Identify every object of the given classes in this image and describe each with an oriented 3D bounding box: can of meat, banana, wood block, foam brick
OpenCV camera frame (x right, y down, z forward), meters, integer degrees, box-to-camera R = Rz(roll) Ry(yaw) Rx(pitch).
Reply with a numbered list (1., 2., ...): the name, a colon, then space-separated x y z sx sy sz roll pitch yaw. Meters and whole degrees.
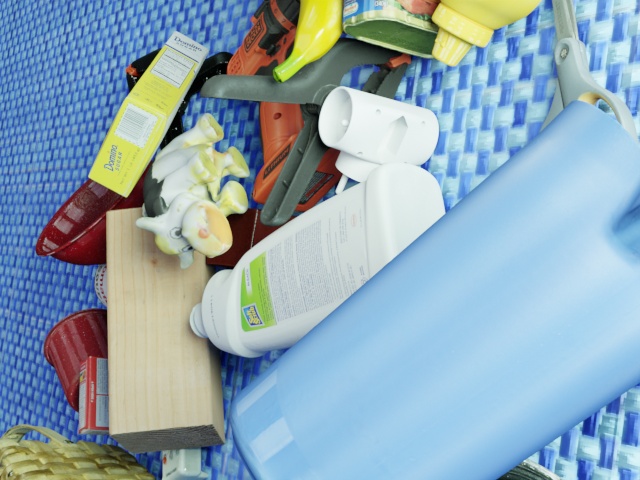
1. can of meat: 0.064 -0.180 0.746 0.058 0.101 0.084 -8 77 56
2. banana: -0.015 -0.193 0.792 0.198 0.069 0.037 -102 -1 -45
3. wood block: -0.140 0.079 0.968 0.091 0.090 0.206 81 -177 -69
4. foam brick: -0.056 0.001 0.926 0.078 0.051 0.053 5 84 57

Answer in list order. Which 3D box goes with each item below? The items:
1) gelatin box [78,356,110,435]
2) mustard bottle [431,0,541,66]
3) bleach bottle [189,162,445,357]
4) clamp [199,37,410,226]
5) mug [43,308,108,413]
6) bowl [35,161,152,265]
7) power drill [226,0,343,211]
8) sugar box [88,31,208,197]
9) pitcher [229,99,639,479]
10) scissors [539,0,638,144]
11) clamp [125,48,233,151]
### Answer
1. gelatin box: -0.194 0.157 1.061 0.030 0.089 0.073 -32 55 51
2. mustard bottle: 0.125 -0.200 0.682 0.192 0.058 0.096 -61 36 18
3. bleach bottle: -0.016 0.027 0.810 0.251 0.067 0.102 -21 68 44
4. clamp: -0.008 -0.105 0.789 0.171 0.120 0.039 -45 35 -20
5. mug: -0.240 0.142 1.150 0.082 0.093 0.117 -126 23 -43
6. bowl: -0.221 -0.026 1.118 0.162 0.055 0.162 -34 25 18
7. power drill: -0.015 -0.134 0.898 0.185 0.057 0.187 -46 42 46
8. sugar box: -0.159 -0.123 1.000 0.093 0.048 0.176 -57 12 28
9. pitcher: 0.078 0.054 0.546 0.243 0.149 0.145 -38 42 4
10. scissors: 0.148 -0.097 0.671 0.096 0.016 0.202 -55 34 41
11. clamp: -0.162 -0.140 1.144 0.210 0.036 0.165 33 108 52
